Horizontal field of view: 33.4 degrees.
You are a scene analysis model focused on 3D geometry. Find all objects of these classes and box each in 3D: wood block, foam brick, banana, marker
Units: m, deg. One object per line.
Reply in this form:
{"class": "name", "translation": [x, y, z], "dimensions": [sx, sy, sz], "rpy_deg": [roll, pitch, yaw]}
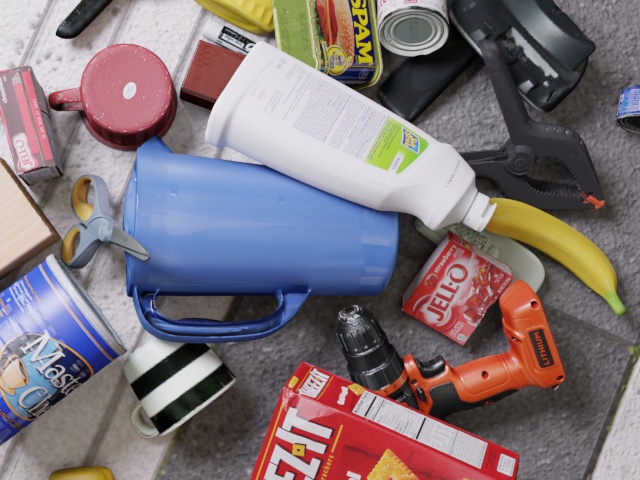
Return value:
{"class": "wood block", "translation": [-0.341, 0.020, 0.936], "dimensions": [0.206, 0.090, 0.091], "rpy_deg": [-36, 94, -8]}
{"class": "foam brick", "translation": [-0.088, -0.148, 1.000], "dimensions": [0.078, 0.053, 0.051], "rpy_deg": [18, 86, -9]}
{"class": "banana", "translation": [0.222, 0.001, 1.036], "dimensions": [0.197, 0.069, 0.037], "rpy_deg": [30, 115, -17]}
{"class": "marker", "translation": [-0.056, -0.177, 1.022], "dimensions": [0.121, 0.020, 0.020], "rpy_deg": [27, 84, -7]}

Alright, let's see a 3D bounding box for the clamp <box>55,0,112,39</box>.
{"class": "clamp", "translation": [-0.192, -0.272, 0.993], "dimensions": [0.171, 0.039, 0.120], "rpy_deg": [-28, 98, -15]}

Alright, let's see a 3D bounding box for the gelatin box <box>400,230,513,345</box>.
{"class": "gelatin box", "translation": [0.130, 0.047, 1.024], "dimensions": [0.073, 0.030, 0.089], "rpy_deg": [31, 110, -9]}

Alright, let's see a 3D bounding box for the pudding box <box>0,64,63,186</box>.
{"class": "pudding box", "translation": [-0.257, -0.099, 0.940], "dimensions": [0.039, 0.113, 0.090], "rpy_deg": [-14, 90, -9]}

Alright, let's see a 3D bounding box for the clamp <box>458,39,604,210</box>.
{"class": "clamp", "translation": [0.180, -0.079, 1.031], "dimensions": [0.209, 0.036, 0.165], "rpy_deg": [32, 121, -21]}

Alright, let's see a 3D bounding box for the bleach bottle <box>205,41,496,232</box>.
{"class": "bleach bottle", "translation": [0.033, -0.073, 0.927], "dimensions": [0.251, 0.068, 0.102], "rpy_deg": [29, 62, 1]}

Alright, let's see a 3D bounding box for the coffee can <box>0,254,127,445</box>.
{"class": "coffee can", "translation": [-0.246, 0.093, 0.878], "dimensions": [0.140, 0.103, 0.103], "rpy_deg": [-37, 94, -8]}

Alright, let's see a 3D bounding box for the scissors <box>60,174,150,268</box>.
{"class": "scissors", "translation": [-0.190, 0.007, 0.922], "dimensions": [0.016, 0.202, 0.096], "rpy_deg": [14, 110, -31]}

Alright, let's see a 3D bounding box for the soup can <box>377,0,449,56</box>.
{"class": "soup can", "translation": [0.087, -0.232, 1.002], "dimensions": [0.068, 0.069, 0.102], "rpy_deg": [8, 59, -9]}

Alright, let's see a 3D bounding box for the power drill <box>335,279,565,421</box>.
{"class": "power drill", "translation": [0.121, 0.109, 0.993], "dimensions": [0.187, 0.057, 0.184], "rpy_deg": [-24, 117, 1]}

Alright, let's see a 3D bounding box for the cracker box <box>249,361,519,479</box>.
{"class": "cracker box", "translation": [0.046, 0.228, 0.946], "dimensions": [0.214, 0.072, 0.164], "rpy_deg": [22, 109, 9]}

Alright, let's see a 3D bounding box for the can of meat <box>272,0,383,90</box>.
{"class": "can of meat", "translation": [0.005, -0.192, 0.995], "dimensions": [0.083, 0.058, 0.102], "rpy_deg": [-7, 90, -42]}

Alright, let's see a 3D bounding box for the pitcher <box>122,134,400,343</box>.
{"class": "pitcher", "translation": [-0.056, 0.001, 0.964], "dimensions": [0.242, 0.145, 0.149], "rpy_deg": [4, 114, -12]}

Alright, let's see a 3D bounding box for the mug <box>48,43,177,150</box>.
{"class": "mug", "translation": [-0.187, -0.131, 0.968], "dimensions": [0.117, 0.081, 0.093], "rpy_deg": [-3, 89, -9]}

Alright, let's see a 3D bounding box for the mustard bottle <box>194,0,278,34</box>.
{"class": "mustard bottle", "translation": [-0.051, -0.299, 1.004], "dimensions": [0.096, 0.058, 0.191], "rpy_deg": [25, 83, -26]}
